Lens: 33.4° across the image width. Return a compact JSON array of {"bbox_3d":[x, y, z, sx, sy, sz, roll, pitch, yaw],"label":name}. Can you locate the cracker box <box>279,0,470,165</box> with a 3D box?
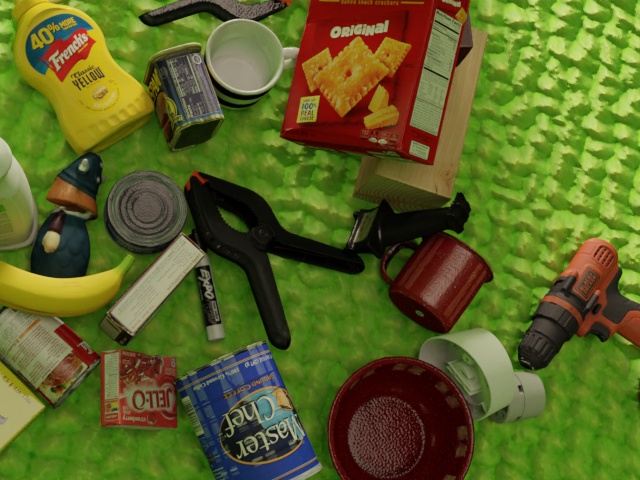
[{"bbox_3d":[0.057,-0.195,1.109,0.072,0.164,0.214,13,90,-51],"label":"cracker box"}]

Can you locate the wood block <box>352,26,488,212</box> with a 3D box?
[{"bbox_3d":[0.113,-0.142,1.201,0.090,0.090,0.206,18,73,-11],"label":"wood block"}]

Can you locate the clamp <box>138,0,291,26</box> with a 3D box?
[{"bbox_3d":[-0.117,-0.295,1.194,0.171,0.039,0.120,0,99,-20],"label":"clamp"}]

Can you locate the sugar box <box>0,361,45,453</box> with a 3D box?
[{"bbox_3d":[-0.357,0.191,1.010,0.093,0.048,0.176,44,68,-2],"label":"sugar box"}]

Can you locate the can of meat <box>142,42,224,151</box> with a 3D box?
[{"bbox_3d":[-0.144,-0.149,1.125,0.057,0.102,0.084,-18,84,-18],"label":"can of meat"}]

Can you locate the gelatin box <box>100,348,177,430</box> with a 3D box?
[{"bbox_3d":[-0.177,0.149,1.053,0.089,0.030,0.073,21,63,-56],"label":"gelatin box"}]

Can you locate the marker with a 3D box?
[{"bbox_3d":[-0.120,0.046,1.126,0.020,0.020,0.121,-9,79,-18],"label":"marker"}]

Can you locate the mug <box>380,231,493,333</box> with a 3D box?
[{"bbox_3d":[0.118,0.042,1.164,0.117,0.093,0.081,30,73,24],"label":"mug"}]

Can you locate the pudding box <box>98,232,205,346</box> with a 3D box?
[{"bbox_3d":[-0.170,0.050,1.074,0.039,0.090,0.113,40,70,-4],"label":"pudding box"}]

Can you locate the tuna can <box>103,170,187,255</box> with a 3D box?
[{"bbox_3d":[-0.183,-0.030,1.120,0.086,0.034,0.086,4,76,-15],"label":"tuna can"}]

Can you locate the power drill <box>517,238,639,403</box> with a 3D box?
[{"bbox_3d":[0.332,0.115,1.214,0.187,0.057,0.184,40,70,-3],"label":"power drill"}]

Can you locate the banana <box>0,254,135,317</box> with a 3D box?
[{"bbox_3d":[-0.275,0.036,1.014,0.197,0.037,0.069,10,63,-28],"label":"banana"}]

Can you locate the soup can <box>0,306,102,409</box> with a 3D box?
[{"bbox_3d":[-0.273,0.106,1.043,0.102,0.069,0.068,43,69,-1],"label":"soup can"}]

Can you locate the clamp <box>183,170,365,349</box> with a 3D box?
[{"bbox_3d":[-0.057,0.001,1.135,0.210,0.036,0.164,48,45,9],"label":"clamp"}]

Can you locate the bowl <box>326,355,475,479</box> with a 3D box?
[{"bbox_3d":[0.078,0.205,1.122,0.162,0.055,0.162,4,76,-15],"label":"bowl"}]

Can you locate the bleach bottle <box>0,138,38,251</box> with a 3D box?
[{"bbox_3d":[-0.308,-0.048,0.974,0.102,0.251,0.068,-5,78,-17],"label":"bleach bottle"}]

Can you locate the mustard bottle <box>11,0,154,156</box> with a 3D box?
[{"bbox_3d":[-0.266,-0.188,1.124,0.096,0.058,0.191,-35,87,-22],"label":"mustard bottle"}]

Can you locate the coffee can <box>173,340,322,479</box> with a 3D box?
[{"bbox_3d":[-0.072,0.184,1.061,0.102,0.103,0.140,-22,83,-19],"label":"coffee can"}]
